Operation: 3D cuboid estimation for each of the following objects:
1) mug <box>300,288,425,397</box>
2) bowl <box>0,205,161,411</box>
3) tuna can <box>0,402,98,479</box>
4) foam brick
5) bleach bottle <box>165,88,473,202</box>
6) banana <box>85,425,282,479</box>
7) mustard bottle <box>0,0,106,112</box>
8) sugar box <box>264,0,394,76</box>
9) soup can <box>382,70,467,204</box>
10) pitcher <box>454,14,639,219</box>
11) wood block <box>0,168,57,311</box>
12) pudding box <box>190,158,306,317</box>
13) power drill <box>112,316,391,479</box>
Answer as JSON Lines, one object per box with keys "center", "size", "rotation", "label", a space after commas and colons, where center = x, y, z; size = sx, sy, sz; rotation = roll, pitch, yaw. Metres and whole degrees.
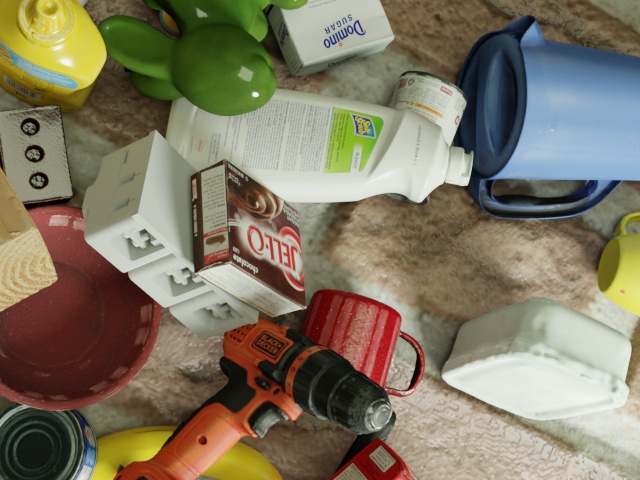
{"center": [0.033, 0.095, 0.914], "size": [0.117, 0.093, 0.081], "rotation": [17, 76, 1], "label": "mug"}
{"center": [-0.212, 0.055, 0.856], "size": [0.161, 0.055, 0.162], "rotation": [4, 79, -22], "label": "bowl"}
{"center": [-0.222, 0.168, 0.843], "size": [0.086, 0.034, 0.086], "rotation": [-2, 71, 5], "label": "tuna can"}
{"center": [-0.233, -0.067, 0.867], "size": [0.053, 0.051, 0.078], "rotation": [-10, 88, -18], "label": "foam brick"}
{"center": [-0.001, -0.070, 0.891], "size": [0.251, 0.068, 0.102], "rotation": [9, 82, 3], "label": "bleach bottle"}
{"center": [-0.128, 0.187, 0.890], "size": [0.197, 0.037, 0.070], "rotation": [-4, 105, -16], "label": "banana"}
{"center": [-0.211, -0.149, 0.806], "size": [0.096, 0.192, 0.058], "rotation": [31, 78, -13], "label": "mustard bottle"}
{"center": [-0.012, -0.239, 0.938], "size": [0.093, 0.048, 0.176], "rotation": [-19, 87, -19], "label": "sugar box"}
{"center": [0.083, -0.092, 0.958], "size": [0.068, 0.069, 0.102], "rotation": [26, 78, -14], "label": "soup can"}
{"center": [0.252, -0.106, 0.989], "size": [0.242, 0.149, 0.145], "rotation": [3, 70, -20], "label": "pitcher"}
{"center": [-0.287, -0.046, 0.787], "size": [0.090, 0.090, 0.206], "rotation": [-29, 69, -16], "label": "wood block"}
{"center": [-0.056, 0.001, 0.841], "size": [0.113, 0.039, 0.090], "rotation": [33, 44, -51], "label": "pudding box"}
{"center": [-0.055, 0.152, 0.811], "size": [0.187, 0.185, 0.057], "rotation": [-47, 127, -17], "label": "power drill"}
